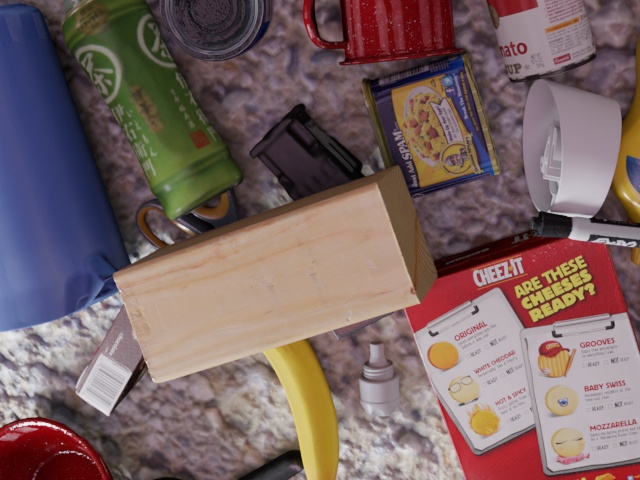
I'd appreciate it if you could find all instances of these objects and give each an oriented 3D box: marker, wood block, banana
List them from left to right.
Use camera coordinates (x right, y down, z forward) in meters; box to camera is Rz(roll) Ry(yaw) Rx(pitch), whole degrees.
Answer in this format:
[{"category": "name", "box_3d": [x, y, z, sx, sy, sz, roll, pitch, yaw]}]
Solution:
[{"category": "wood block", "box_3d": [-0.031, 0.025, 0.777, 0.206, 0.090, 0.090, -18, 96, 17]}, {"category": "banana", "box_3d": [-0.027, 0.119, 0.898, 0.037, 0.069, 0.198, -9, 115, 56]}, {"category": "marker", "box_3d": [0.212, -0.006, 0.779, 0.121, 0.020, 0.020, 7, 107, -5]}]

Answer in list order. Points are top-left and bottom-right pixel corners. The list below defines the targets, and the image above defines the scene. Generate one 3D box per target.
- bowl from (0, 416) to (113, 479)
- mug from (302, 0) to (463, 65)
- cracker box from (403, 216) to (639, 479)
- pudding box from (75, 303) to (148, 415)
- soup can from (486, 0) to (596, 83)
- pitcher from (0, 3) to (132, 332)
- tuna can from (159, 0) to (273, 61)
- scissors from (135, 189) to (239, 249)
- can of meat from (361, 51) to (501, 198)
[{"category": "bowl", "box_3d": [-0.238, 0.236, 0.950, 0.162, 0.055, 0.162, -1, 86, 22]}, {"category": "mug", "box_3d": [0.044, -0.173, 0.784, 0.117, 0.093, 0.081, -8, 101, -10]}, {"category": "cracker box", "box_3d": [0.174, 0.104, 0.858, 0.164, 0.072, 0.213, -18, 101, 11]}, {"category": "pudding box", "box_3d": [-0.151, 0.078, 0.889, 0.039, 0.090, 0.114, 34, 109, 1]}, {"category": "soup can", "box_3d": [0.157, -0.174, 0.781, 0.068, 0.068, 0.102, -15, 104, 12]}, {"category": "pitcher", "box_3d": [-0.249, -0.056, 0.854, 0.149, 0.145, 0.243, -15, 100, 0]}, {"category": "tuna can", "box_3d": [-0.081, -0.183, 0.832, 0.086, 0.033, 0.086, 2, 106, 8]}, {"category": "scissors", "box_3d": [-0.056, 0.001, 0.891, 0.202, 0.016, 0.096, 22, 108, 1]}, {"category": "can of meat", "box_3d": [0.086, -0.087, 0.824, 0.084, 0.057, 0.102, -16, 104, 10]}]
